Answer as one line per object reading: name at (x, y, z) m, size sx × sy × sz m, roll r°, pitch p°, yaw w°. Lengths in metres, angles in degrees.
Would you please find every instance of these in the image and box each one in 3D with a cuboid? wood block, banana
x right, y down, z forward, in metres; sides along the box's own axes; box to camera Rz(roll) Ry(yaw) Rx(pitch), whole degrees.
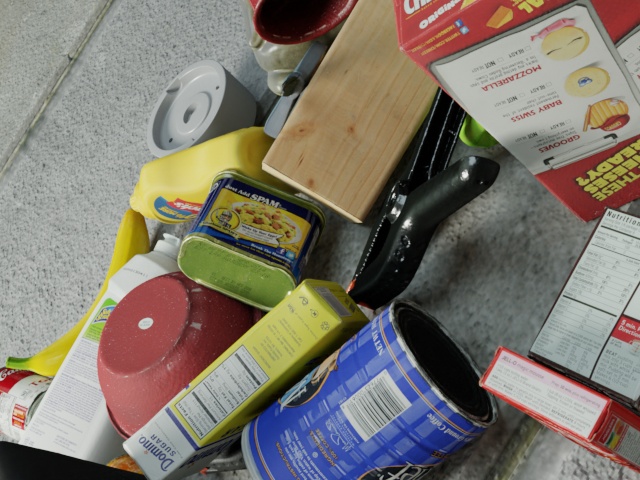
wood block at (0.044, -0.124, 0.841) m, size 0.206 × 0.090 × 0.091 m, roll -59°, pitch 4°, yaw -1°
banana at (-0.214, 0.060, 1.028) m, size 0.197 × 0.069 × 0.037 m, roll -54°, pitch 10°, yaw -18°

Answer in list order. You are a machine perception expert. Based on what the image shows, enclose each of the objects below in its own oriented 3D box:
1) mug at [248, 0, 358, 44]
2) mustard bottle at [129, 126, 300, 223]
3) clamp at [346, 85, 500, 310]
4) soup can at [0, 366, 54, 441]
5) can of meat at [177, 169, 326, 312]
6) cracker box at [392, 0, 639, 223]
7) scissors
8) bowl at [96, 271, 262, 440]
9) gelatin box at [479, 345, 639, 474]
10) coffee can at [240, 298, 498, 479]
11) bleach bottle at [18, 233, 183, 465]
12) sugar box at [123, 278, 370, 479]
mug at (-0.014, -0.221, 0.859) m, size 0.093 × 0.117 × 0.081 m, roll 109°, pitch 141°, yaw -58°
mustard bottle at (-0.107, -0.053, 0.966) m, size 0.192 × 0.096 × 0.058 m, roll -12°, pitch 76°, yaw 41°
clamp at (0.069, -0.022, 0.749) m, size 0.164 × 0.036 × 0.210 m, roll -86°, pitch 19°, yaw -58°
soup can at (-0.276, 0.162, 1.023) m, size 0.102 × 0.068 × 0.068 m, roll 7°, pitch 71°, yaw 47°
can of meat at (-0.056, 0.001, 0.860) m, size 0.083 × 0.102 × 0.057 m, roll -68°, pitch -1°, yaw -47°
cracker box at (0.171, -0.117, 0.638) m, size 0.164 × 0.213 × 0.072 m, roll -29°, pitch 46°, yaw 30°
scissors at (-0.029, -0.104, 0.822) m, size 0.096 × 0.016 × 0.201 m, roll -60°, pitch 2°, yaw 25°
bowl at (-0.127, 0.082, 0.866) m, size 0.162 × 0.055 × 0.162 m, roll -21°, pitch 47°, yaw 23°
gelatin box at (0.148, 0.101, 0.629) m, size 0.089 × 0.073 × 0.030 m, roll 23°, pitch 83°, yaw 50°
coffee can at (0.032, 0.121, 0.712) m, size 0.140 × 0.102 × 0.103 m, roll -42°, pitch 42°, yaw 18°
bleach bottle at (-0.180, 0.111, 0.963) m, size 0.103 × 0.068 × 0.250 m, roll 16°, pitch 72°, yaw 33°
sugar box at (-0.050, 0.101, 0.761) m, size 0.176 × 0.093 × 0.048 m, roll -45°, pitch 76°, yaw 9°
